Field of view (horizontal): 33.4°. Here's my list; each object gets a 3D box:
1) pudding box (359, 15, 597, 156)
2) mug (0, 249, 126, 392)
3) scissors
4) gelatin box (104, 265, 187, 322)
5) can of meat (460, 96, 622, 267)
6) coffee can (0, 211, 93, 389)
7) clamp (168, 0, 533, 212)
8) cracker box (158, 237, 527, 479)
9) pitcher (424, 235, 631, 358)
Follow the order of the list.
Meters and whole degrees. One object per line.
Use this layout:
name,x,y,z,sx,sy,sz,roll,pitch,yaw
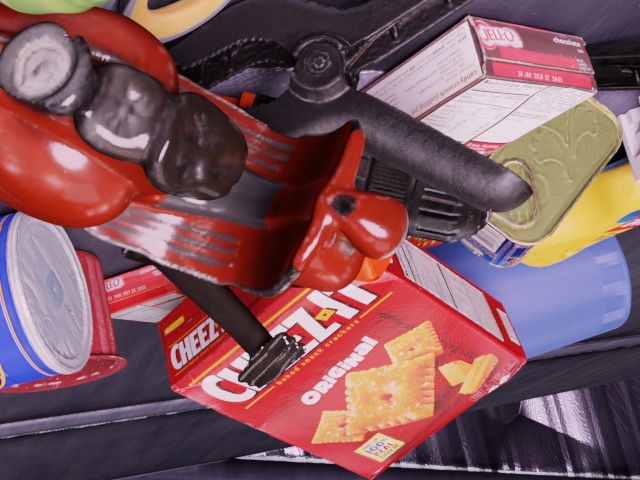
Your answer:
pudding box,0.077,-0.076,0.579,0.089,0.039,0.114,1,158,-39
mug,-0.198,0.060,0.756,0.117,0.081,0.093,-24,161,36
scissors,-0.097,-0.070,0.446,0.096,0.016,0.202,-10,157,-32
gelatin box,-0.125,0.040,0.845,0.073,0.030,0.089,-18,165,22
can of meat,0.131,-0.036,0.665,0.102,0.057,0.084,-51,172,-11
coffee can,-0.224,0.046,0.647,0.140,0.103,0.102,-15,165,8
clamp,0.009,-0.059,0.444,0.171,0.120,0.039,-11,155,13
cracker box,0.020,0.075,0.757,0.164,0.072,0.213,-40,132,20
pitcher,0.138,0.051,0.946,0.242,0.149,0.145,-15,149,-5
